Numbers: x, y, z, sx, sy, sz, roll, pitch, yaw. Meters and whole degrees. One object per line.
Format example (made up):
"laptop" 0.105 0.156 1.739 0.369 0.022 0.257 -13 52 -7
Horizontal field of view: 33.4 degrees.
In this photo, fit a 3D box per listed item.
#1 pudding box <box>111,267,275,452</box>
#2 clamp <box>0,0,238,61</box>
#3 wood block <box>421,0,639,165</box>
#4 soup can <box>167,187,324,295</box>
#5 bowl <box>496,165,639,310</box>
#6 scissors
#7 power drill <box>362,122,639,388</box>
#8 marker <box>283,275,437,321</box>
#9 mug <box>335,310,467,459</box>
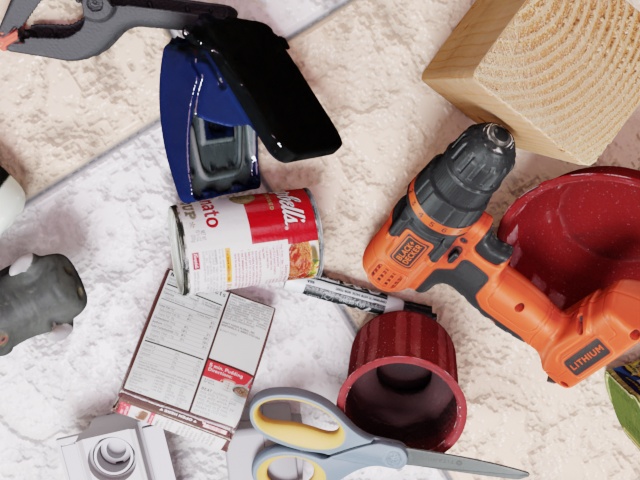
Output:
"pudding box" -0.090 0.085 0.780 0.090 0.113 0.039 21 142 -5
"clamp" -0.155 -0.184 0.748 0.171 0.039 0.120 -14 117 6
"wood block" 0.140 -0.116 0.707 0.091 0.206 0.090 37 95 -8
"soup can" -0.055 0.001 0.774 0.102 0.068 0.068 -8 99 -14
"bowl" 0.214 0.000 0.782 0.162 0.055 0.162 15 136 15
"scissors" 0.038 0.165 0.763 0.201 0.016 0.096 23 112 -4
"power drill" 0.138 0.014 0.748 0.187 0.185 0.057 34 54 -2
"marker" 0.031 0.045 0.820 0.121 0.020 0.020 16 97 -5
"mug" 0.055 0.114 0.794 0.093 0.081 0.117 28 115 -8
